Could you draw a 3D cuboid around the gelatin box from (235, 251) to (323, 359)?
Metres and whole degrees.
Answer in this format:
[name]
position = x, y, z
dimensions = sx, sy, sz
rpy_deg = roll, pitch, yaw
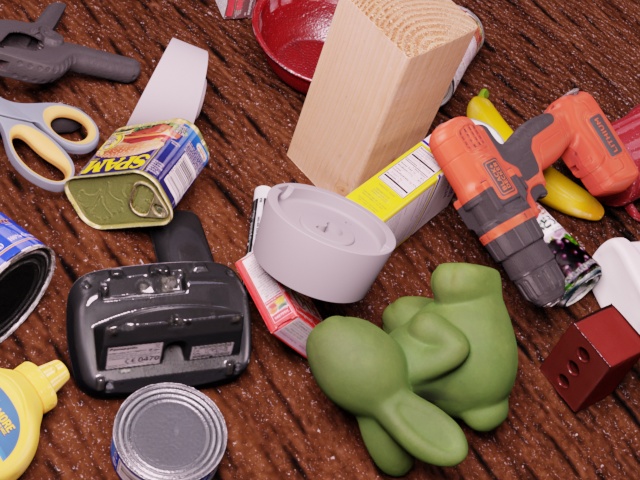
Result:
[gelatin box]
position = -0.027, 0.053, 0.884
dimensions = 0.030, 0.089, 0.073
rpy_deg = -34, 60, 8

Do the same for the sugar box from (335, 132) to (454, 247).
[sugar box]
position = 0.066, -0.031, 0.973
dimensions = 0.048, 0.093, 0.176
rpy_deg = 39, 51, 14

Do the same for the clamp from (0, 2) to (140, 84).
[clamp]
position = -0.263, -0.186, 1.004
dimensions = 0.120, 0.039, 0.171
rpy_deg = 37, 26, 24

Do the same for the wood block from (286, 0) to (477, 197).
[wood block]
position = 0.051, -0.133, 0.974
dimensions = 0.090, 0.206, 0.091
rpy_deg = -29, 66, -33

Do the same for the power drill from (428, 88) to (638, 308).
[power drill]
position = 0.205, -0.048, 0.964
dimensions = 0.187, 0.057, 0.184
rpy_deg = -26, 84, -37

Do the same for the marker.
[marker]
position = -0.056, 0.001, 0.957
dimensions = 0.020, 0.020, 0.121
rpy_deg = 12, 50, -8

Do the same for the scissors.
[scissors]
position = -0.278, -0.128, 0.949
dimensions = 0.202, 0.016, 0.096
rpy_deg = 48, 52, 7

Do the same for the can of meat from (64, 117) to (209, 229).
[can of meat]
position = -0.156, -0.059, 0.927
dimensions = 0.102, 0.057, 0.083
rpy_deg = -3, 38, 31

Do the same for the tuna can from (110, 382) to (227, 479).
[tuna can]
position = -0.116, 0.153, 0.809
dimensions = 0.086, 0.034, 0.086
rpy_deg = 8, 51, -11

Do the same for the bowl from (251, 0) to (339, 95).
[bowl]
position = 0.003, -0.199, 1.110
dimensions = 0.162, 0.055, 0.162
rpy_deg = 8, 51, -11

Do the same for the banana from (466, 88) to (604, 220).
[banana]
position = 0.209, -0.089, 1.098
dimensions = 0.069, 0.037, 0.198
rpy_deg = -22, 62, -30

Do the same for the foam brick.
[foam brick]
position = 0.237, 0.103, 0.931
dimensions = 0.051, 0.078, 0.053
rpy_deg = -21, 59, -29

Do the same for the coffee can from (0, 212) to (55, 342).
[coffee can]
position = -0.293, 0.007, 0.825
dimensions = 0.140, 0.103, 0.102
rpy_deg = 35, 51, 11

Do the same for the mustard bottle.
[mustard bottle]
position = -0.260, 0.143, 0.757
dimensions = 0.096, 0.058, 0.191
rpy_deg = 43, 53, 16
